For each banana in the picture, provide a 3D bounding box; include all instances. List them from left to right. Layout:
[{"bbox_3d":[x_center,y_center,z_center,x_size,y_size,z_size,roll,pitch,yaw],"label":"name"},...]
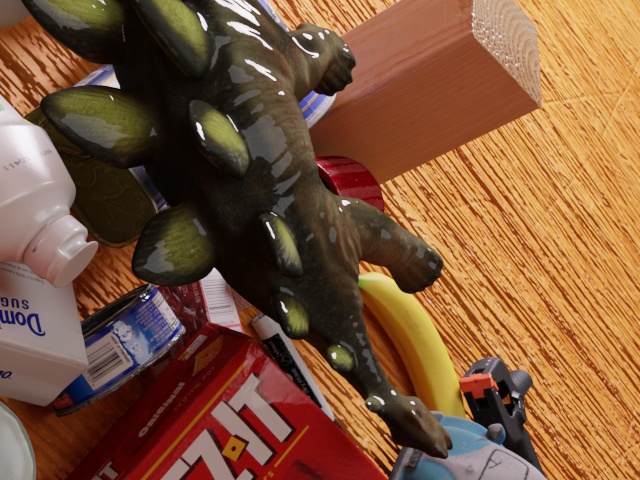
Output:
[{"bbox_3d":[0.077,0.102,0.879,0.069,0.037,0.198,-33,95,-36],"label":"banana"}]

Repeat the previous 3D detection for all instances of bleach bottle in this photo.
[{"bbox_3d":[-0.210,-0.066,0.494,0.251,0.068,0.102,40,35,7],"label":"bleach bottle"}]

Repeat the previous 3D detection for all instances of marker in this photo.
[{"bbox_3d":[-0.012,0.105,0.770,0.121,0.020,0.020,60,35,-7],"label":"marker"}]

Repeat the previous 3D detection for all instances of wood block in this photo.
[{"bbox_3d":[0.059,-0.117,0.835,0.090,0.206,0.090,36,44,-35],"label":"wood block"}]

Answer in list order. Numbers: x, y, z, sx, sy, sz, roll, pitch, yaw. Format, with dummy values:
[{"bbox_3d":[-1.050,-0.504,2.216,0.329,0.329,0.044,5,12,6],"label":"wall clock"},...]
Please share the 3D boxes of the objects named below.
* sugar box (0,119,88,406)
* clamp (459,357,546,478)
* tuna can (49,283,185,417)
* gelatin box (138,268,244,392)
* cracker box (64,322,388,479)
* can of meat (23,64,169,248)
[{"bbox_3d":[-0.181,-0.004,0.553,0.093,0.048,0.176,25,35,-42],"label":"sugar box"},{"bbox_3d":[0.163,0.159,0.929,0.171,0.039,0.120,30,43,-58],"label":"clamp"},{"bbox_3d":[-0.120,0.060,0.598,0.034,0.086,0.086,57,36,-8],"label":"tuna can"},{"bbox_3d":[-0.081,0.069,0.655,0.030,0.073,0.089,-2,72,-52],"label":"gelatin box"},{"bbox_3d":[-0.034,0.178,0.588,0.164,0.072,0.213,-49,113,-18],"label":"cracker box"},{"bbox_3d":[-0.129,-0.060,0.686,0.102,0.058,0.083,55,34,-15],"label":"can of meat"}]
